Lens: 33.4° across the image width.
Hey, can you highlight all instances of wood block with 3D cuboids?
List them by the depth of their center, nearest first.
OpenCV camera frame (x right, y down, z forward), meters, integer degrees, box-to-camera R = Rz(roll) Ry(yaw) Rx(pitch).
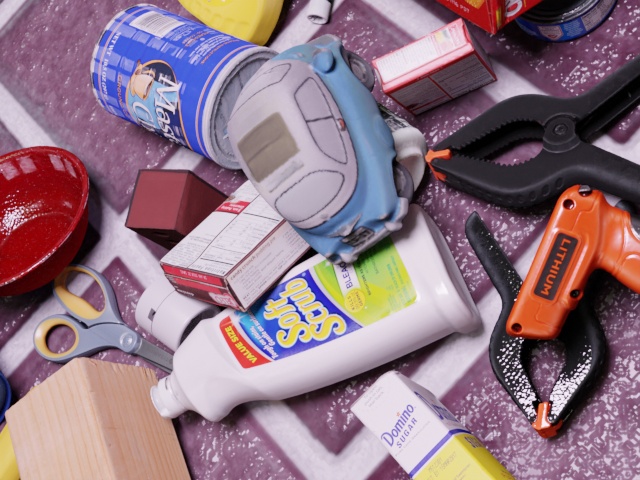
[{"bbox_3d":[-0.153,0.202,0.797,0.090,0.090,0.206,-37,59,22],"label":"wood block"}]

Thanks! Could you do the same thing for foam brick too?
[{"bbox_3d":[-0.113,-0.022,0.874,0.053,0.078,0.051,3,74,29],"label":"foam brick"}]

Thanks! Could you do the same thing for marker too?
[{"bbox_3d":[0.010,-0.246,0.928,0.020,0.020,0.121,6,75,28],"label":"marker"}]

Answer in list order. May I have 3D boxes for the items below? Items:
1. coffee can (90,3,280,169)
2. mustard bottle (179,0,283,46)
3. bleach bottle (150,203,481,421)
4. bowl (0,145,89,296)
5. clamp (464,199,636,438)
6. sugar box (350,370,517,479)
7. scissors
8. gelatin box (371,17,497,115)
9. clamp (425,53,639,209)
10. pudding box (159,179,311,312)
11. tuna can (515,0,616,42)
[{"bbox_3d":[-0.108,-0.131,0.896,0.140,0.102,0.103,26,85,31],"label":"coffee can"},{"bbox_3d":[-0.048,-0.269,0.903,0.096,0.058,0.192,40,115,25],"label":"mustard bottle"},{"bbox_3d":[-0.014,0.073,0.794,0.251,0.068,0.102,-29,58,14],"label":"bleach bottle"},{"bbox_3d":[-0.265,-0.006,0.941,0.162,0.055,0.162,-13,48,14],"label":"bowl"},{"bbox_3d":[0.166,0.046,0.735,0.120,0.039,0.171,-15,65,25],"label":"clamp"},{"bbox_3d":[0.103,0.162,0.691,0.048,0.093,0.176,-45,59,5],"label":"sugar box"},{"bbox_3d":[-0.175,0.096,0.898,0.202,0.016,0.096,42,94,31],"label":"scissors"},{"bbox_3d":[0.087,-0.129,0.806,0.073,0.089,0.030,-23,77,17],"label":"gelatin box"},{"bbox_3d":[0.179,-0.062,0.751,0.210,0.036,0.164,-14,53,19],"label":"clamp"},{"bbox_3d":[-0.055,0.001,0.819,0.090,0.039,0.113,11,50,49],"label":"pudding box"},{"bbox_3d":[0.183,-0.196,0.815,0.086,0.033,0.086,-9,68,23],"label":"tuna can"}]
